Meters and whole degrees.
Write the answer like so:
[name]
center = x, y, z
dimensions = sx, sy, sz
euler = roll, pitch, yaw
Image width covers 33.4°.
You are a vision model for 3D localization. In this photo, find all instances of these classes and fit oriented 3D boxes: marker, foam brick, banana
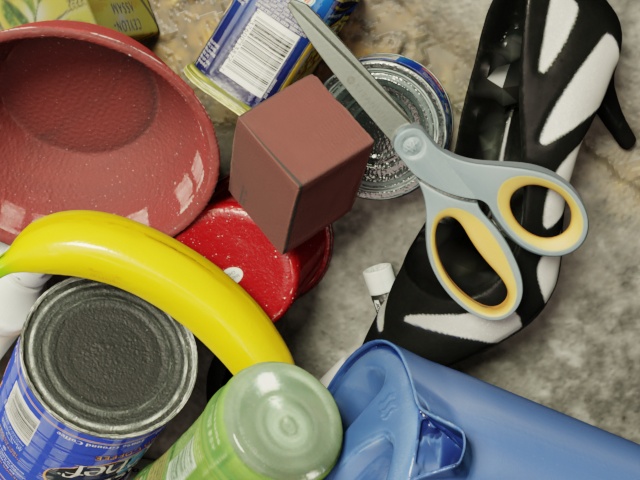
[marker]
center = 0.054, 0.073, 0.679
dimensions = 0.020, 0.020, 0.121
euler = -16, 101, 15
[foam brick]
center = -0.012, -0.040, 0.572
dimensions = 0.051, 0.078, 0.053
euler = -33, 73, -22
[banana]
center = -0.087, 0.032, 0.594
dimensions = 0.197, 0.037, 0.070
euler = 26, 116, -8

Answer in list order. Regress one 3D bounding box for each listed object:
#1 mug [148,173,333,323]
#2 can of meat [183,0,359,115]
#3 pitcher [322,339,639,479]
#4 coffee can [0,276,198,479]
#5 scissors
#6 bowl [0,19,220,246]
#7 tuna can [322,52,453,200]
[mug]
center = -0.054, 0.001, 0.650
dimensions = 0.117, 0.081, 0.093
euler = 37, 109, 0
[can of meat]
center = -0.024, -0.118, 0.603
dimensions = 0.057, 0.102, 0.084
euler = 35, 106, 0
[pitcher]
center = 0.110, 0.155, 0.608
dimensions = 0.242, 0.149, 0.145
euler = 20, 108, -19
[coffee can]
center = -0.145, 0.097, 0.653
dimensions = 0.103, 0.102, 0.140
euler = 38, 141, 0
[scissors]
center = 0.069, -0.052, 0.555
dimensions = 0.096, 0.016, 0.202
euler = -23, 103, 14
[bowl]
center = -0.134, -0.063, 0.582
dimensions = 0.162, 0.055, 0.162
euler = -1, 136, -1
[tuna can]
center = 0.035, -0.068, 0.638
dimensions = 0.086, 0.033, 0.086
euler = 3, 105, 11
